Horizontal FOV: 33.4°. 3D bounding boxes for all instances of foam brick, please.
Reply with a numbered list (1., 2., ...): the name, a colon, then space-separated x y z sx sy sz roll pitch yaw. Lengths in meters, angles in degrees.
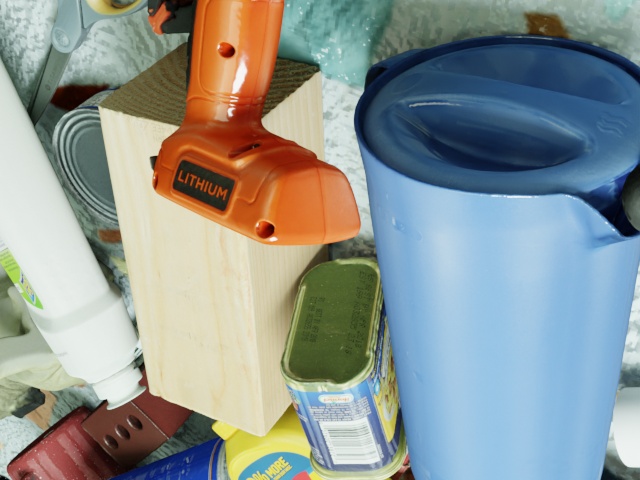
1. foam brick: -0.134 0.128 0.803 0.053 0.051 0.078 45 135 -3

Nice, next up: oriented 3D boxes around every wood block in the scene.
1. wood block: -0.055 0.000 0.626 0.090 0.090 0.206 16 131 24

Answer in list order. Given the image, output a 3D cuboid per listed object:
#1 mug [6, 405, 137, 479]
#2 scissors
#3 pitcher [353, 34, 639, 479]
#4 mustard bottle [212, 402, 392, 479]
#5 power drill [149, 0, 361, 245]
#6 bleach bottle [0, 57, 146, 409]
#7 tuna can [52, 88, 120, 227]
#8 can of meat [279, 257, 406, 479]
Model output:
1. mug: -0.204 0.194 0.859 0.093 0.117 0.081 -35 95 29
2. scissors: -0.160 -0.143 0.640 0.202 0.016 0.096 -28 103 43
3. pitcher: 0.087 0.026 0.538 0.145 0.149 0.243 4 129 13
4. mustard bottle: -0.003 0.159 0.689 0.191 0.058 0.096 45 134 2
5. power drill: -0.012 -0.097 0.433 0.185 0.057 0.188 24 112 51
6. bleach bottle: -0.184 -0.009 0.675 0.251 0.068 0.103 63 160 -7
7. tuna can: -0.124 -0.052 0.673 0.086 0.033 0.086 18 131 22
8. can of meat: 0.017 0.072 0.614 0.057 0.102 0.084 -4 132 15
